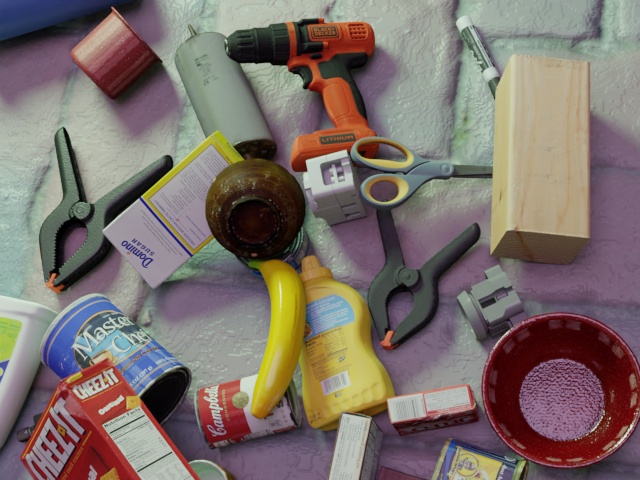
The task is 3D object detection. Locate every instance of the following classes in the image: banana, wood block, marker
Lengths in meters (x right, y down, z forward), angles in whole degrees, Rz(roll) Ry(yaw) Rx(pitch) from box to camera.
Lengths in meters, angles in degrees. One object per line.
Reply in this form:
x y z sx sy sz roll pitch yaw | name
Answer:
-0.045 0.093 1.143 0.070 0.037 0.198 -35 43 37 | banana
0.240 -0.088 1.167 0.090 0.091 0.206 6 71 -1 | wood block
0.194 -0.216 1.274 0.020 0.020 0.121 -23 66 3 | marker

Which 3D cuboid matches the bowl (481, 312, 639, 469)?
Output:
0.249 0.158 1.100 0.162 0.055 0.162 -4 69 11 | bowl

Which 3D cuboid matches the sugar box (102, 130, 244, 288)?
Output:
-0.155 -0.035 1.231 0.176 0.048 0.093 -38 97 15 | sugar box

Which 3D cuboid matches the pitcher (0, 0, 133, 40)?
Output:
-0.365 -0.348 1.403 0.243 0.145 0.149 -12 79 4 | pitcher

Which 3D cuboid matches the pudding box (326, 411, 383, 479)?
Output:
0.033 0.240 1.100 0.039 0.090 0.113 6 72 14 | pudding box

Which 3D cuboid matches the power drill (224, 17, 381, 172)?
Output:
-0.013 -0.176 1.262 0.184 0.057 0.187 -6 70 -11 | power drill

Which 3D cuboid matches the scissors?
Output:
0.129 -0.063 1.197 0.201 0.016 0.096 16 66 -2 | scissors

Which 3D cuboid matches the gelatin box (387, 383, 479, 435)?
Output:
0.119 0.178 1.113 0.089 0.073 0.030 -11 69 8 | gelatin box

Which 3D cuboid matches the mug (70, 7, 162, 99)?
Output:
-0.265 -0.238 1.358 0.081 0.093 0.117 -43 36 0 | mug

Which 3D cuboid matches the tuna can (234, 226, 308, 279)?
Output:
-0.058 0.002 1.242 0.086 0.033 0.086 -4 69 11 | tuna can

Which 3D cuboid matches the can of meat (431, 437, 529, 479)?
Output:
0.156 0.259 1.083 0.084 0.057 0.102 15 73 20 | can of meat

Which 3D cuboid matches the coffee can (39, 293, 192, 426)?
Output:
-0.229 0.140 1.191 0.140 0.102 0.102 37 81 22 | coffee can

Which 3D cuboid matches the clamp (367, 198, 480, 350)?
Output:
0.109 0.040 1.186 0.120 0.039 0.171 6 77 20 | clamp

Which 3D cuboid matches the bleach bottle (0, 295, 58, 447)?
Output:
-0.387 0.191 1.231 0.103 0.068 0.251 9 74 16 | bleach bottle

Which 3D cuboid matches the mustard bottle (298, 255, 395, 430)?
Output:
0.011 0.104 1.172 0.096 0.058 0.191 -25 65 19 | mustard bottle

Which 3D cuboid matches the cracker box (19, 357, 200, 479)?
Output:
-0.209 0.256 1.099 0.071 0.164 0.214 -24 67 -46 | cracker box

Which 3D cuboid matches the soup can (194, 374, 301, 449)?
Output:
-0.078 0.182 1.160 0.102 0.068 0.068 -15 67 6 | soup can

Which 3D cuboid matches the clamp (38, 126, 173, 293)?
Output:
-0.294 -0.039 1.310 0.165 0.036 0.210 22 76 19 | clamp
